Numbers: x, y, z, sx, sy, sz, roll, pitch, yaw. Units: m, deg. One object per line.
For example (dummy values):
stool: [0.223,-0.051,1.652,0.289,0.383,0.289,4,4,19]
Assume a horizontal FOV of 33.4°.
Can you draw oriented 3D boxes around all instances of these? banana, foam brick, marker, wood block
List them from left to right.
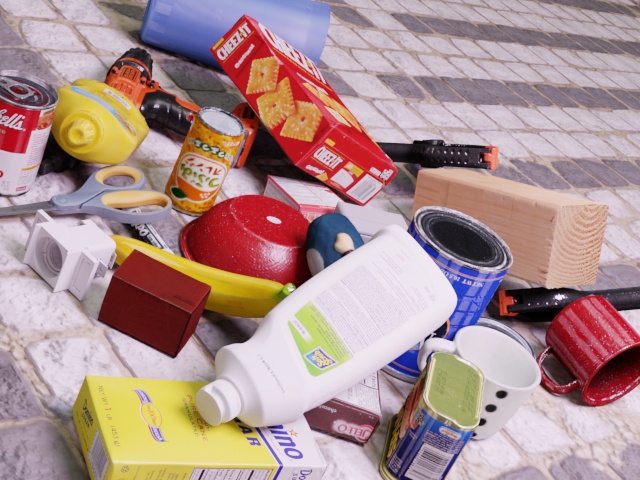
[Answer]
marker: [-0.174,-0.012,1.043,0.020,0.020,0.121,-3,39,-41]
foam brick: [-0.143,0.054,0.921,0.078,0.051,0.053,26,29,3]
banana: [-0.103,0.035,0.964,0.198,0.069,0.037,12,52,21]
wood block: [0.206,-0.018,1.197,0.090,0.091,0.206,-3,15,-40]

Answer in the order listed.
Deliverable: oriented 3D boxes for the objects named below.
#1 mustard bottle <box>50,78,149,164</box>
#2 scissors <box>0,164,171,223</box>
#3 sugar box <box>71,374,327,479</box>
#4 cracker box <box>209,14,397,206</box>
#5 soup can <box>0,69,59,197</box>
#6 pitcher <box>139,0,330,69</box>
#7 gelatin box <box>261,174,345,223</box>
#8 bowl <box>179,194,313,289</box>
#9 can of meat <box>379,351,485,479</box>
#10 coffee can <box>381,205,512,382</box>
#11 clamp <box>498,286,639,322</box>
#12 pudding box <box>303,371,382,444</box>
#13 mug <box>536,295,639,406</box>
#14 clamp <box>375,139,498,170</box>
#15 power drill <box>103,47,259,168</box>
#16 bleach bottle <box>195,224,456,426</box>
mustard bottle: [-0.228,-0.118,1.077,0.096,0.058,0.191,39,8,-10]
scissors: [-0.244,-0.045,1.025,0.201,0.016,0.096,2,36,-21]
sugar box: [-0.090,0.150,0.808,0.175,0.048,0.093,5,34,-30]
cracker box: [-0.017,-0.155,1.269,0.164,0.072,0.214,27,24,-55]
soup can: [-0.294,-0.101,1.010,0.068,0.102,0.068,19,29,-11]
pitcher: [-0.116,-0.297,1.459,0.242,0.145,0.149,15,-2,-13]
gelatin box: [-0.014,-0.040,1.192,0.073,0.030,0.089,5,22,-32]
bowl: [-0.057,0.001,1.075,0.162,0.055,0.162,19,28,-11]
can of meat: [0.097,0.155,0.906,0.057,0.084,0.102,25,29,0]
coffee can: [0.107,0.053,1.026,0.102,0.140,0.103,19,29,-11]
clamp: [0.283,0.070,1.181,0.171,0.120,0.039,5,65,-27]
pudding box: [-0.004,0.122,0.931,0.113,0.039,0.090,22,25,-11]
mug: [0.279,0.118,1.114,0.117,0.093,0.081,-29,50,-6]
clamp: [0.131,-0.110,1.352,0.164,0.036,0.210,-5,10,-36]
power drill: [-0.165,-0.161,1.266,0.187,0.057,0.184,18,29,-9]
bleach bottle: [-0.002,0.074,0.860,0.250,0.068,0.103,-26,68,-40]
